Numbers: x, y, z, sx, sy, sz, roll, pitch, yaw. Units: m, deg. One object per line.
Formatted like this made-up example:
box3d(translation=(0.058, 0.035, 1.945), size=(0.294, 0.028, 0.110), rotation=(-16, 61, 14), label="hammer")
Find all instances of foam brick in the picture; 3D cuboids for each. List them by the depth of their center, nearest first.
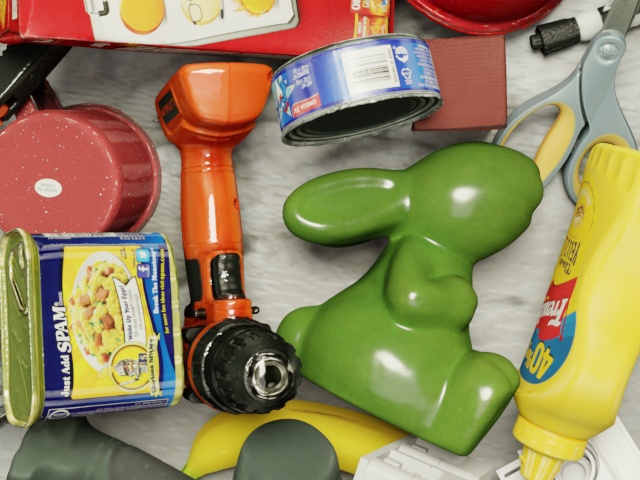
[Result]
box3d(translation=(0.077, -0.090, 0.615), size=(0.053, 0.078, 0.051), rotation=(-1, 97, 4), label="foam brick")

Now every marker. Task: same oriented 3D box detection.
box3d(translation=(0.184, -0.135, 0.633), size=(0.121, 0.020, 0.020), rotation=(-16, 95, 5), label="marker")

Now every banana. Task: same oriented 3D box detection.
box3d(translation=(0.005, 0.134, 0.666), size=(0.198, 0.037, 0.070), rotation=(6, 117, 5), label="banana")

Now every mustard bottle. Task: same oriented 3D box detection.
box3d(translation=(0.149, 0.045, 0.589), size=(0.058, 0.096, 0.192), rotation=(17, 98, -3), label="mustard bottle")

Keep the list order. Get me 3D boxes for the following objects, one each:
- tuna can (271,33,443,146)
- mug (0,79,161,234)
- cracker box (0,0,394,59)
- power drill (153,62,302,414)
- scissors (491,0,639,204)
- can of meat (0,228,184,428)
box3d(translation=(0.018, -0.076, 0.551), size=(0.086, 0.086, 0.034), rotation=(-13, 84, 5), label="tuna can")
box3d(translation=(-0.153, -0.047, 0.632), size=(0.093, 0.081, 0.117), rotation=(-21, 94, 5), label="mug")
box3d(translation=(-0.063, -0.182, 0.571), size=(0.213, 0.072, 0.164), rotation=(-2, 97, -30), label="cracker box")
box3d(translation=(-0.054, 0.001, 0.590), size=(0.057, 0.185, 0.187), rotation=(-1, 87, -18), label="power drill")
box3d(translation=(0.174, -0.093, 0.606), size=(0.096, 0.016, 0.202), rotation=(30, 120, -12), label="scissors")
box3d(translation=(-0.123, 0.045, 0.571), size=(0.083, 0.058, 0.102), rotation=(-1, 84, -30), label="can of meat")
